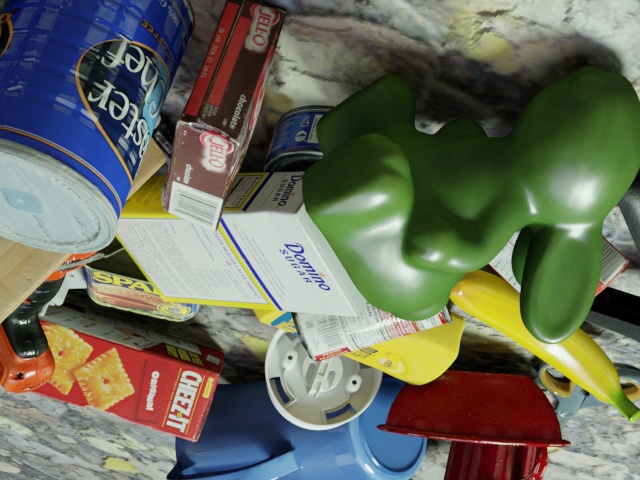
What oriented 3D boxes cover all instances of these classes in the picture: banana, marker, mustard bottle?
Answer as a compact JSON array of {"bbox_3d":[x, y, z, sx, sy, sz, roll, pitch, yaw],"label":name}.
[{"bbox_3d":[0.157,0.064,0.776,0.197,0.037,0.070,33,-176,-22],"label":"banana"},{"bbox_3d":[-0.095,-0.054,0.735,0.020,0.020,0.121,1,149,27],"label":"marker"},{"bbox_3d":[0.009,0.053,0.835,0.191,0.058,0.096,23,157,-12],"label":"mustard bottle"}]

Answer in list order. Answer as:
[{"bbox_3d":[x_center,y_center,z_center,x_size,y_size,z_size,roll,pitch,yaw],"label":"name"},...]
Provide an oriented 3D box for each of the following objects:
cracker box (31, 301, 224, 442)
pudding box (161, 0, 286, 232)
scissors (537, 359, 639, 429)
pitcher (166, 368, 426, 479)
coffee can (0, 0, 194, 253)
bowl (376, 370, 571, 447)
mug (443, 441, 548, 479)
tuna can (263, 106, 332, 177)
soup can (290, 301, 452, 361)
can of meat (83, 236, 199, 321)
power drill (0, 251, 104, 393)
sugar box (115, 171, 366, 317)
[{"bbox_3d":[-0.200,0.111,0.975,0.213,0.072,0.164,18,180,-3],"label":"cracker box"},{"bbox_3d":[-0.056,-0.070,0.608,0.039,0.090,0.114,20,153,-5],"label":"pudding box"},{"bbox_3d":[0.234,0.145,0.929,0.096,0.016,0.201,5,151,20],"label":"scissors"},{"bbox_3d":[-0.026,0.196,1.033,0.243,0.149,0.144,-17,138,42],"label":"pitcher"},{"bbox_3d":[-0.138,-0.078,0.581,0.103,0.140,0.103,13,153,7],"label":"coffee can"},{"bbox_3d":[0.129,0.138,0.898,0.162,0.055,0.162,4,173,0],"label":"bowl"},{"bbox_3d":[0.170,0.210,1.013,0.093,0.081,0.117,28,151,-22],"label":"mug"},{"bbox_3d":[0.007,-0.046,0.678,0.086,0.033,0.086,13,152,7],"label":"tuna can"},{"bbox_3d":[0.034,0.040,0.746,0.102,0.068,0.068,-18,145,8],"label":"soup can"},{"bbox_3d":[-0.140,0.021,0.856,0.102,0.057,0.084,14,155,-3],"label":"can of meat"},{"bbox_3d":[-0.237,0.002,0.812,0.057,0.184,0.188,-18,158,-36],"label":"power drill"},{"bbox_3d":[-0.054,0.001,0.705,0.177,0.048,0.093,0,135,37],"label":"sugar box"}]
